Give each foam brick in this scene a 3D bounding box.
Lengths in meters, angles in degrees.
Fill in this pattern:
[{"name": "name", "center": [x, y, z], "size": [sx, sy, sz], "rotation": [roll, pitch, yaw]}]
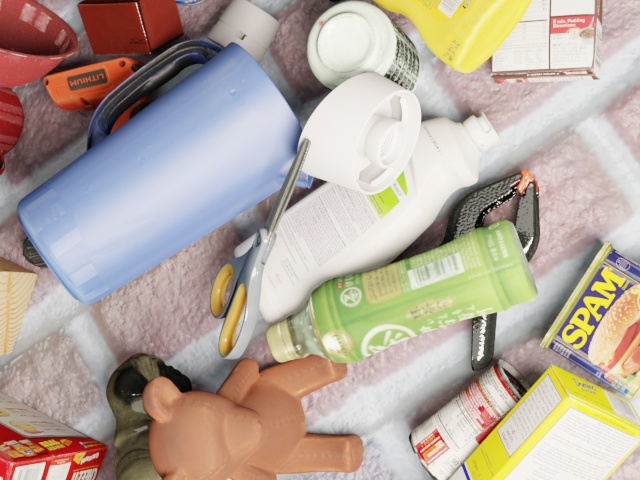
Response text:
[{"name": "foam brick", "center": [-0.180, -0.209, 1.012], "size": [0.078, 0.051, 0.053], "rotation": [7, 124, 33]}]

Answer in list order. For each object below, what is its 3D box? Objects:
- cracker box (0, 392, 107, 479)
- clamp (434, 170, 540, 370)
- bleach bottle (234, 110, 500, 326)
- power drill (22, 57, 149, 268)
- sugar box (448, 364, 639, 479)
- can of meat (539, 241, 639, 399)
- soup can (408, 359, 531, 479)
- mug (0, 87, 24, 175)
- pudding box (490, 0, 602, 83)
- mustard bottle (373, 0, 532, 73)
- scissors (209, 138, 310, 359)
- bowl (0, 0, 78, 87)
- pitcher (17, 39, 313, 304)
[{"name": "cracker box", "center": [-0.336, 0.189, 1.004], "size": [0.214, 0.164, 0.072], "rotation": [20, 92, 19]}, {"name": "clamp", "center": [0.139, 0.022, 0.911], "size": [0.120, 0.039, 0.171], "rotation": [44, 101, 11]}, {"name": "bleach bottle", "center": [0.049, -0.022, 0.929], "size": [0.251, 0.068, 0.103], "rotation": [-35, 61, 13]}, {"name": "power drill", "center": [-0.215, -0.072, 1.033], "size": [0.184, 0.057, 0.187], "rotation": [-11, 86, 15]}, {"name": "sugar box", "center": [0.167, 0.187, 0.849], "size": [0.176, 0.093, 0.048], "rotation": [-52, 28, 23]}, {"name": "can of meat", "center": [0.241, 0.065, 0.863], "size": [0.084, 0.057, 0.102], "rotation": [33, 99, 15]}, {"name": "soup can", "center": [0.133, 0.157, 0.890], "size": [0.102, 0.068, 0.068], "rotation": [-41, 75, 13]}, {"name": "mug", "center": [-0.348, -0.115, 1.068], "size": [0.093, 0.081, 0.117], "rotation": [-30, 78, 15]}, {"name": "pudding box", "center": [0.191, -0.192, 0.904], "size": [0.090, 0.039, 0.113], "rotation": [1, 85, 22]}, {"name": "mustard bottle", "center": [0.086, -0.234, 0.909], "size": [0.192, 0.058, 0.096], "rotation": [47, 109, 27]}, {"name": "scissors", "center": [-0.056, 0.001, 0.899], "size": [0.096, 0.016, 0.202], "rotation": [38, 113, 60]}, {"name": "bowl", "center": [-0.320, -0.195, 1.032], "size": [0.162, 0.161, 0.055], "rotation": [36, 116, 18]}, {"name": "pitcher", "center": [-0.140, -0.061, 0.928], "size": [0.242, 0.149, 0.145], "rotation": [-35, 113, -7]}]
